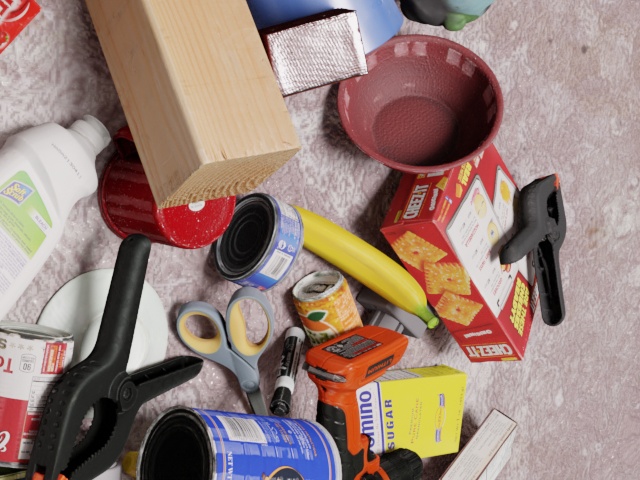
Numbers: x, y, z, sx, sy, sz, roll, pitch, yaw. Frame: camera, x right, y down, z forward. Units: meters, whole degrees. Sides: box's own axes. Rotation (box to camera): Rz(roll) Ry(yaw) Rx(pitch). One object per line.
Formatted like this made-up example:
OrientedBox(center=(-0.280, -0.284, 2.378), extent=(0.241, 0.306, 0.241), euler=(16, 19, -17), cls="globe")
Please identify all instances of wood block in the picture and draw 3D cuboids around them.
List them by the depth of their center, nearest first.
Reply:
OrientedBox(center=(-0.104, -0.140, 0.822), extent=(0.090, 0.090, 0.206), euler=(-13, 76, -35), cls="wood block")

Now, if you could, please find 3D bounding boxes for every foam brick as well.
OrientedBox(center=(-0.010, -0.149, 0.847), extent=(0.078, 0.053, 0.051), euler=(-18, 109, -12), cls="foam brick")

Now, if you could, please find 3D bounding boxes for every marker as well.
OrientedBox(center=(-0.030, 0.122, 0.990), extent=(0.121, 0.020, 0.020), euler=(-79, 150, -60), cls="marker")

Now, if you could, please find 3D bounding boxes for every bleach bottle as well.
OrientedBox(center=(-0.246, 0.003, 0.805), extent=(0.250, 0.068, 0.102), euler=(-50, 125, -25), cls="bleach bottle")

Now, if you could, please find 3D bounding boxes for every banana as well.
OrientedBox(center=(0.032, 0.015, 1.031), extent=(0.197, 0.070, 0.037), euler=(33, 90, -10), cls="banana")

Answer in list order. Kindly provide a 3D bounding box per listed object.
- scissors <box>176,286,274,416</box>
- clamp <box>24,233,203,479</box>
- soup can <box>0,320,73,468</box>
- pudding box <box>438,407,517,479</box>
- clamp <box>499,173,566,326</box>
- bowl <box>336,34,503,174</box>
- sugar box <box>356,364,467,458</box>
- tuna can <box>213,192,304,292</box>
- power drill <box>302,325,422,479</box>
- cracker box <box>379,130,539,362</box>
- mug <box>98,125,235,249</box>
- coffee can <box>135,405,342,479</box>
OrientedBox(center=(-0.085, 0.123, 0.985), extent=(0.096, 0.016, 0.202), euler=(5, 126, -1), cls="scissors")
OrientedBox(center=(-0.163, 0.122, 0.859), extent=(0.209, 0.036, 0.164), euler=(-64, 148, -33), cls="clamp")
OrientedBox(center=(-0.234, 0.119, 0.831), extent=(0.068, 0.069, 0.102), euler=(10, 90, -41), cls="soup can")
OrientedBox(center=(0.176, 0.255, 1.203), extent=(0.113, 0.039, 0.090), euler=(-49, 154, -26), cls="pudding box")
OrientedBox(center=(0.237, 0.004, 1.133), extent=(0.120, 0.039, 0.171), euler=(60, 39, -31), cls="clamp")
OrientedBox(center=(0.095, -0.122, 1.044), extent=(0.162, 0.162, 0.055), euler=(-51, 162, -22), cls="bowl")
OrientedBox(center=(0.077, 0.185, 1.124), extent=(0.175, 0.048, 0.093), euler=(-1, 99, -42), cls="sugar box")
OrientedBox(center=(-0.056, 0.001, 0.951), extent=(0.033, 0.086, 0.086), euler=(26, 81, -39), cls="tuna can")
OrientedBox(center=(0.042, 0.180, 1.014), extent=(0.184, 0.057, 0.188), euler=(-18, 114, -49), cls="power drill")
OrientedBox(center=(0.158, 0.000, 1.121), extent=(0.213, 0.072, 0.164), euler=(54, 43, -33), cls="cracker box")
OrientedBox(center=(-0.129, -0.046, 0.882), extent=(0.093, 0.082, 0.117), euler=(-44, 123, -26), cls="mug")
OrientedBox(center=(-0.067, 0.195, 0.888), extent=(0.140, 0.103, 0.103), euler=(15, 88, -42), cls="coffee can")
